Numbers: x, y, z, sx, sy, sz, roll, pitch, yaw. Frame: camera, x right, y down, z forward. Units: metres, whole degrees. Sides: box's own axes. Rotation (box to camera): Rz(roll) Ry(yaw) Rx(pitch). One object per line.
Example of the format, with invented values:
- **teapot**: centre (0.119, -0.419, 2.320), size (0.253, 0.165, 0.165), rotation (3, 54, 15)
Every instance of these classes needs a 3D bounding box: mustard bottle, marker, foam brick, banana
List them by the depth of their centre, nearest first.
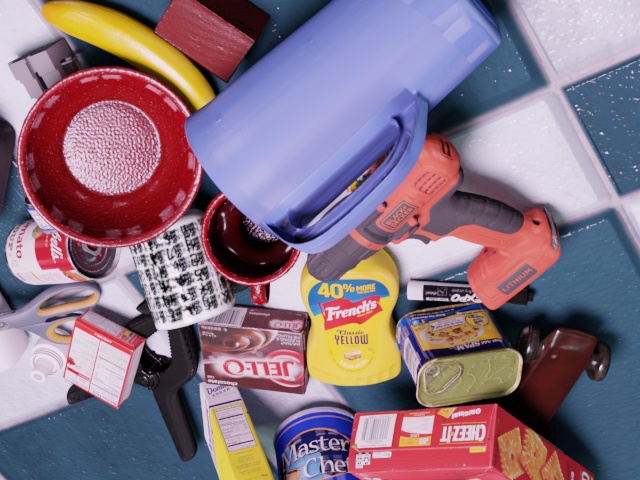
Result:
- **foam brick**: centre (-0.092, -0.183, 0.905), size (0.078, 0.053, 0.051), rotation (34, 127, -10)
- **banana**: centre (-0.157, -0.157, 0.951), size (0.197, 0.037, 0.070), rotation (41, 124, -16)
- **marker**: centre (0.145, 0.051, 1.035), size (0.121, 0.020, 0.020), rotation (3, 126, 13)
- **mustard bottle**: centre (0.029, 0.055, 1.043), size (0.096, 0.058, 0.192), rotation (-1, 125, 5)

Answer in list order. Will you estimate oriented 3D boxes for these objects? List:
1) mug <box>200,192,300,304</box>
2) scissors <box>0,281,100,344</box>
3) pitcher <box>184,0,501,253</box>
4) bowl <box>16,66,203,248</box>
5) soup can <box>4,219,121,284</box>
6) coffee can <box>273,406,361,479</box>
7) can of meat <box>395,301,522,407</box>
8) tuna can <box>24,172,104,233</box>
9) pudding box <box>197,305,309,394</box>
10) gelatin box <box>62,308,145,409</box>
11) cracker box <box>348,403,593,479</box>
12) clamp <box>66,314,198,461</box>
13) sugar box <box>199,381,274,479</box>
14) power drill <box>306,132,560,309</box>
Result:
- **mug**: centre (-0.056, 0.001, 0.991), size (0.093, 0.081, 0.117), rotation (-5, 98, 6)
- **scissors**: centre (-0.328, 0.097, 1.145), size (0.201, 0.016, 0.096), rotation (-20, 136, -4)
- **pitcher**: centre (0.024, -0.113, 0.842), size (0.243, 0.145, 0.149), rotation (-40, 98, 17)
- **bowl**: centre (-0.187, -0.077, 0.955), size (0.162, 0.055, 0.162), rotation (-3, 106, -10)
- **soup can**: centre (-0.258, 0.008, 1.066), size (0.102, 0.068, 0.068), rotation (-5, 125, 38)
- **coffee can**: centre (0.007, 0.263, 1.135), size (0.102, 0.140, 0.103), rotation (-5, 130, -6)
- **can of meat**: centre (0.129, 0.106, 1.018), size (0.102, 0.084, 0.057), rotation (-7, 123, -11)
- **tuna can**: centre (-0.240, -0.045, 1.026), size (0.086, 0.086, 0.033), rotation (-16, 118, 25)
- **pudding box**: centre (-0.068, 0.115, 1.126), size (0.113, 0.039, 0.090), rotation (6, 127, 11)
- **gelatin box**: centre (-0.234, 0.128, 1.151), size (0.073, 0.030, 0.089), rotation (26, 124, 10)
- **cracker box**: centre (0.154, 0.236, 1.073), size (0.164, 0.072, 0.213), rotation (-11, 145, 36)
- **clamp**: centre (-0.181, 0.153, 1.183), size (0.164, 0.036, 0.210), rotation (31, 125, -3)
- **sugar box**: centre (-0.087, 0.236, 1.137), size (0.048, 0.176, 0.093), rotation (-13, 127, -17)
- **power drill**: centre (0.103, 0.000, 0.947), size (0.187, 0.057, 0.185), rotation (21, 134, -29)
